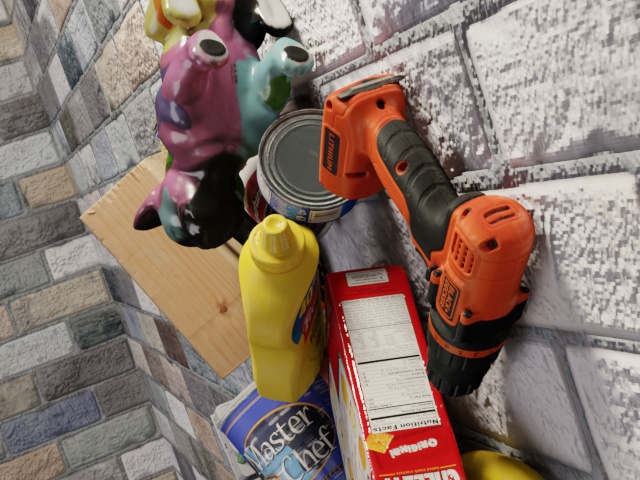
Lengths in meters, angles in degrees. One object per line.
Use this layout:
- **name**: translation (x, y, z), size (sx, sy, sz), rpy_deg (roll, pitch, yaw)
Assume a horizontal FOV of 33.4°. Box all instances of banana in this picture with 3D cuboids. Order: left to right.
- **banana**: translation (0.125, 0.186, 0.780), size (0.198, 0.037, 0.069), rpy_deg (165, 87, -73)

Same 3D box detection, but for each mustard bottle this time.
- **mustard bottle**: translation (-0.029, 0.042, 0.818), size (0.191, 0.058, 0.096), rpy_deg (86, -162, -56)

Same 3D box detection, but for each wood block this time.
- **wood block**: translation (-0.124, 0.022, 1.044), size (0.206, 0.091, 0.090), rpy_deg (50, -168, -4)

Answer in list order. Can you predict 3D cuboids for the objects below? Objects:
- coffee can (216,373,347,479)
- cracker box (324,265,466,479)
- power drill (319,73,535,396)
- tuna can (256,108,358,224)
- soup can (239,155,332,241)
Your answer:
- **coffee can**: translation (-0.010, 0.185, 0.951), size (0.140, 0.102, 0.103), rpy_deg (48, 158, 14)
- **cracker box**: translation (0.055, 0.150, 0.809), size (0.164, 0.072, 0.214), rpy_deg (88, 171, -48)
- **power drill**: translation (0.066, -0.005, 0.711), size (0.188, 0.057, 0.184), rpy_deg (55, 154, 32)
- **tuna can**: translation (-0.006, -0.056, 0.819), size (0.086, 0.086, 0.034), rpy_deg (63, 164, 19)
- **soup can**: translation (-0.037, -0.043, 0.960), size (0.102, 0.068, 0.068), rpy_deg (44, 150, 56)
